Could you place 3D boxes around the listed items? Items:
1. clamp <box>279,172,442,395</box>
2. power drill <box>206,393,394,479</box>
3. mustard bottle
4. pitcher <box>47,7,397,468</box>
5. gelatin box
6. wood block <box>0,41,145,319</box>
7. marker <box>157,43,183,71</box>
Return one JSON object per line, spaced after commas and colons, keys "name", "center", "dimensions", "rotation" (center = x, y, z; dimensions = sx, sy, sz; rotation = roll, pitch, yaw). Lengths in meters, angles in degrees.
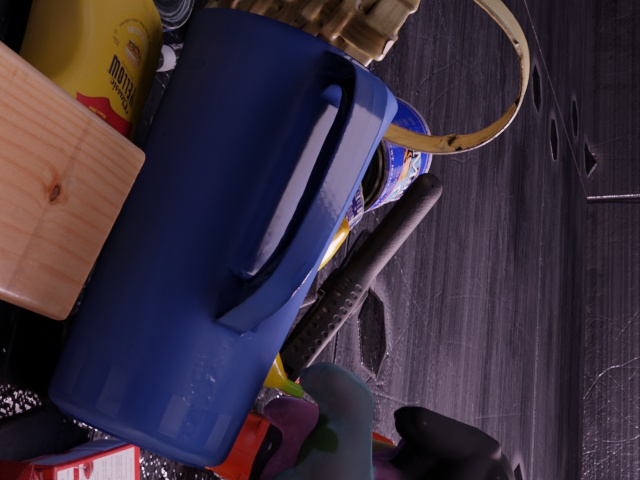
{"name": "clamp", "center": [0.019, 0.043, 0.918], "dimensions": [0.210, 0.036, 0.165], "rotation": [-53, -179, -18]}
{"name": "power drill", "center": [0.000, 0.159, 0.766], "dimensions": [0.057, 0.184, 0.187], "rotation": [-67, 163, -4]}
{"name": "mustard bottle", "center": [-0.138, -0.059, 0.580], "dimensions": [0.096, 0.058, 0.191], "rotation": [68, 29, -57]}
{"name": "pitcher", "center": [-0.054, 0.001, 0.605], "dimensions": [0.149, 0.145, 0.243], "rotation": [56, 55, -73]}
{"name": "gelatin box", "center": [-0.136, 0.155, 0.602], "dimensions": [0.089, 0.030, 0.073], "rotation": [1, 88, -68]}
{"name": "wood block", "center": [-0.166, -0.043, 0.413], "dimensions": [0.091, 0.090, 0.206], "rotation": [-65, 157, -8]}
{"name": "marker", "center": [-0.099, -0.127, 0.738], "dimensions": [0.121, 0.020, 0.020], "rotation": [-29, 115, -66]}
